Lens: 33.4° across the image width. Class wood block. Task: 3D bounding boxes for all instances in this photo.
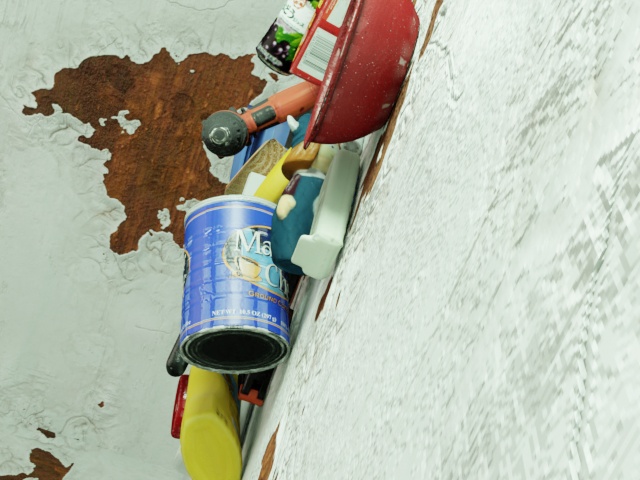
[{"bbox_3d":[-0.060,-0.065,1.338,0.090,0.091,0.206,-48,7,0],"label":"wood block"}]

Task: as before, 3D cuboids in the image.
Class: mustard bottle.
[{"bbox_3d":[-0.113,0.179,1.134,0.191,0.058,0.096,-99,-6,-69],"label":"mustard bottle"}]

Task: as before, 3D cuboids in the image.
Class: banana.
[{"bbox_3d":[-0.020,-0.080,1.081,0.198,0.037,0.069,-50,9,4],"label":"banana"}]

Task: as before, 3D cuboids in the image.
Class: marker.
[{"bbox_3d":[0.036,-0.117,1.008,0.121,0.020,0.020,-76,7,-54],"label":"marker"}]

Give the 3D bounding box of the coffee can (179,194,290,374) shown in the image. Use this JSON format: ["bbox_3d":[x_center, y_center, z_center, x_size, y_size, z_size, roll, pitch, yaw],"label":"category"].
[{"bbox_3d":[-0.080,0.042,1.011,0.103,0.102,0.140,115,157,-57],"label":"coffee can"}]

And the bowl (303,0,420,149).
[{"bbox_3d":[0.037,-0.140,0.839,0.162,0.055,0.162,-162,91,-86],"label":"bowl"}]

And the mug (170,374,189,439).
[{"bbox_3d":[-0.142,0.203,1.350,0.093,0.081,0.117,118,160,-64],"label":"mug"}]

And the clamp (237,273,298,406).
[{"bbox_3d":[-0.063,0.104,1.170,0.120,0.039,0.171,120,168,-61],"label":"clamp"}]

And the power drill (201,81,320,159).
[{"bbox_3d":[-0.047,-0.151,1.206,0.184,0.187,0.057,-101,-13,-81],"label":"power drill"}]

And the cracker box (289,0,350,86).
[{"bbox_3d":[0.044,-0.253,1.076,0.164,0.072,0.213,-61,7,24],"label":"cracker box"}]
